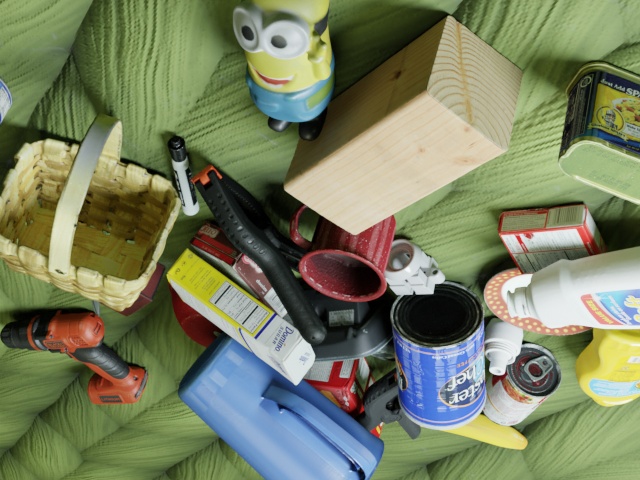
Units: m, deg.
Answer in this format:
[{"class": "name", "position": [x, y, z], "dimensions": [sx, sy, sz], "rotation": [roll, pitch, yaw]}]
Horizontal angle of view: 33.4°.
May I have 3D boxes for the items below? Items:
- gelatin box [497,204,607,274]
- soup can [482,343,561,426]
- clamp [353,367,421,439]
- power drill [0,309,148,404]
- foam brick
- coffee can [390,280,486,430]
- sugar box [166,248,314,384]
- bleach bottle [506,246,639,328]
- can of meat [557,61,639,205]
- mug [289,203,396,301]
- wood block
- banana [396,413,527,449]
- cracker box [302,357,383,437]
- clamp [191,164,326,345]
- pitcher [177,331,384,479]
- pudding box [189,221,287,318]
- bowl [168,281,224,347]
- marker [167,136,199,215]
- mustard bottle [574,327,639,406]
[{"class": "gelatin box", "position": [0.229, -0.001, 1.056], "dimensions": [0.089, 0.030, 0.073], "rotation": [-5, 142, 31]}, {"class": "soup can", "position": [0.237, 0.175, 1.279], "dimensions": [0.068, 0.068, 0.102], "rotation": [19, 148, -3]}, {"class": "clamp", "position": [0.095, 0.214, 1.355], "dimensions": [0.120, 0.039, 0.172], "rotation": [-4, 145, -27]}, {"class": "power drill", "position": [-0.357, 0.173, 1.570], "dimensions": [0.185, 0.057, 0.187], "rotation": [-6, 141, 32]}, {"class": "foam brick", "position": [-0.241, 0.054, 1.343], "dimensions": [0.053, 0.051, 0.078], "rotation": [32, 145, -23]}, {"class": "coffee can", "position": [0.134, 0.130, 1.204], "dimensions": [0.103, 0.102, 0.140], "rotation": [7, 134, 17]}, {"class": "sugar box", "position": [-0.088, 0.086, 1.203], "dimensions": [0.176, 0.048, 0.093], "rotation": [32, 165, 19]}, {"class": "bleach bottle", "position": [0.307, 0.049, 1.024], "dimensions": [0.251, 0.068, 0.102], "rotation": [-10, 138, 22]}, {"class": "can of meat", "position": [0.248, -0.085, 0.870], "dimensions": [0.102, 0.084, 0.057], "rotation": [20, 147, -4]}, {"class": "mug", "position": [0.022, 0.000, 1.108], "dimensions": [0.117, 0.081, 0.093], "rotation": [26, 147, -13]}, {"class": "wood block", "position": [0.068, -0.094, 0.937], "dimensions": [0.090, 0.090, 0.207], "rotation": [33, 145, -22]}, {"class": "banana", "position": [0.182, 0.245, 1.445], "dimensions": [0.198, 0.037, 0.069], "rotation": [11, 164, 13]}, {"class": "cracker box", "position": [-0.033, 0.203, 1.446], "dimensions": [0.214, 0.072, 0.164], "rotation": [4, 145, 22]}, {"class": "clamp", "position": [-0.057, 0.001, 1.142], "dimensions": [0.036, 0.164, 0.210], "rotation": [-36, 103, 15]}, {"class": "pitcher", "position": [-0.046, 0.217, 1.282], "dimensions": [0.243, 0.145, 0.149], "rotation": [41, 109, -7]}, {"class": "pudding box", "position": [-0.087, 0.034, 1.221], "dimensions": [0.090, 0.039, 0.113], "rotation": [27, 160, 45]}, {"class": "bowl", "position": [-0.124, 0.096, 1.347], "dimensions": [0.162, 0.055, 0.162], "rotation": [12, 147, 8]}, {"class": "marker", "position": [-0.147, -0.069, 1.143], "dimensions": [0.020, 0.020, 0.121], "rotation": [11, 147, 10]}, {"class": "mustard bottle", "position": [0.334, 0.134, 1.177], "dimensions": [0.096, 0.058, 0.192], "rotation": [-4, 147, -5]}]
